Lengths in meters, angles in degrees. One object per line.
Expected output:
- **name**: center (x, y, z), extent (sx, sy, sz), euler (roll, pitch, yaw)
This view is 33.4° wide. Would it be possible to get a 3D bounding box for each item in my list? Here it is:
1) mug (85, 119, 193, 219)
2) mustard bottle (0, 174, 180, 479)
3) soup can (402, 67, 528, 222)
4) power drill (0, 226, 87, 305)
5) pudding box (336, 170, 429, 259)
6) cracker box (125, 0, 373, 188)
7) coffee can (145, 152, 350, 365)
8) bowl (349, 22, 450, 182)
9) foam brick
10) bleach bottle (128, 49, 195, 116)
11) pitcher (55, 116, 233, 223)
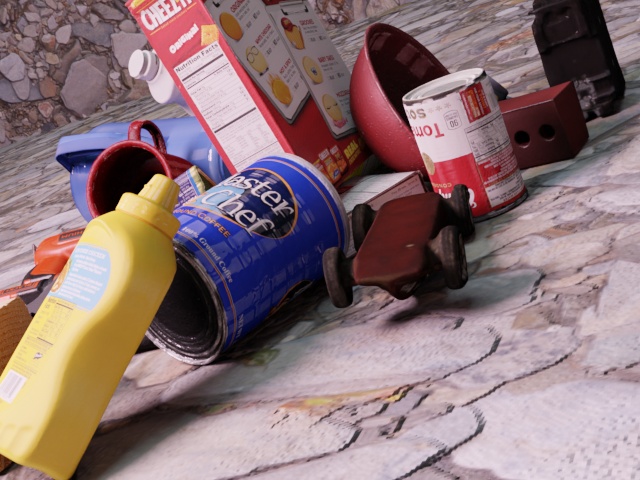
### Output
- **mug**: center (-0.163, -0.057, 1.019), extent (0.093, 0.117, 0.081), euler (-9, -6, 21)
- **mustard bottle**: center (-0.138, 0.045, 0.655), extent (0.096, 0.058, 0.191), euler (7, 67, 59)
- **soup can**: center (0.110, -0.072, 0.814), extent (0.068, 0.102, 0.068), euler (-20, 15, 6)
- **power drill**: center (-0.229, 0.035, 1.007), extent (0.184, 0.057, 0.187), euler (-13, 15, 9)
- **pudding box**: center (0.022, -0.017, 0.874), extent (0.113, 0.039, 0.090), euler (-33, 18, -29)
- **cracker box**: center (-0.046, -0.137, 0.895), extent (0.072, 0.213, 0.164), euler (-27, 10, 31)
- **coffee can**: center (-0.060, 0.010, 0.765), extent (0.103, 0.103, 0.140), euler (-7, 21, 45)
- **bowl**: center (0.076, -0.106, 0.917), extent (0.055, 0.162, 0.162), euler (-36, 6, 30)
- **foam brick**: center (0.176, -0.093, 0.894), extent (0.078, 0.053, 0.051), euler (-13, 17, 34)
- **bleach bottle**: center (-0.101, -0.160, 1.196), extent (0.250, 0.102, 0.068), euler (10, -11, -41)
- **pitcher**: center (-0.160, -0.076, 1.153), extent (0.243, 0.145, 0.149), euler (-3, 25, 44)
